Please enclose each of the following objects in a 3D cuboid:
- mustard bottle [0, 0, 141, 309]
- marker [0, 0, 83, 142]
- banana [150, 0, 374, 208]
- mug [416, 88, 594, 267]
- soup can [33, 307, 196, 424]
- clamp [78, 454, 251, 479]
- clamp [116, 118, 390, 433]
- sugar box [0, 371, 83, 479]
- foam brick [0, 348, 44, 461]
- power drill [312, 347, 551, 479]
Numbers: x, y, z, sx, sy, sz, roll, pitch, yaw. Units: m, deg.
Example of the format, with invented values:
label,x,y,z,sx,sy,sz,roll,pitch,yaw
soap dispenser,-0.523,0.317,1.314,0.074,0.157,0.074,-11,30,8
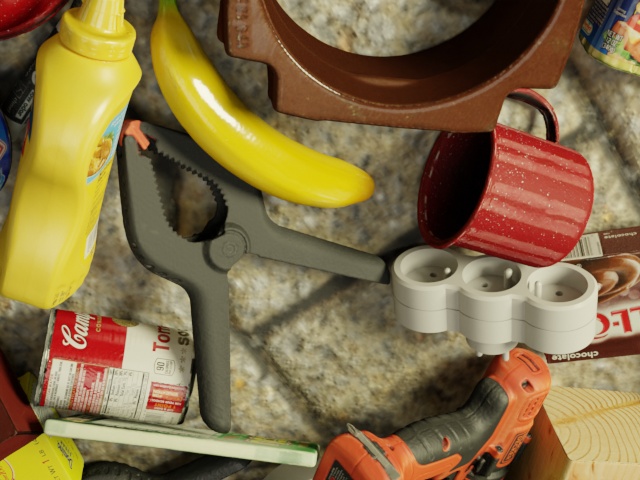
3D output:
label,x,y,z,sx,sy,sz,roll,pitch,yaw
mustard bottle,-0.145,-0.059,0.624,0.058,0.096,0.192,19,122,-6
marker,-0.163,-0.110,0.646,0.020,0.020,0.121,32,112,-22
banana,-0.041,-0.072,0.659,0.197,0.037,0.069,45,72,-28
mug,0.122,-0.041,0.688,0.081,0.093,0.117,16,80,-20
soup can,-0.140,0.088,0.734,0.102,0.068,0.069,11,118,-13
clamp,-0.129,0.198,0.810,0.171,0.039,0.120,11,99,-3
clamp,-0.055,0.001,0.699,0.164,0.036,0.210,-36,110,-16
sugar box,-0.273,0.165,0.776,0.176,0.048,0.093,-19,119,3
foam brick,-0.230,0.108,0.708,0.053,0.051,0.078,-33,77,1
power drill,0.072,0.170,0.766,0.187,0.057,0.185,-17,137,-41
